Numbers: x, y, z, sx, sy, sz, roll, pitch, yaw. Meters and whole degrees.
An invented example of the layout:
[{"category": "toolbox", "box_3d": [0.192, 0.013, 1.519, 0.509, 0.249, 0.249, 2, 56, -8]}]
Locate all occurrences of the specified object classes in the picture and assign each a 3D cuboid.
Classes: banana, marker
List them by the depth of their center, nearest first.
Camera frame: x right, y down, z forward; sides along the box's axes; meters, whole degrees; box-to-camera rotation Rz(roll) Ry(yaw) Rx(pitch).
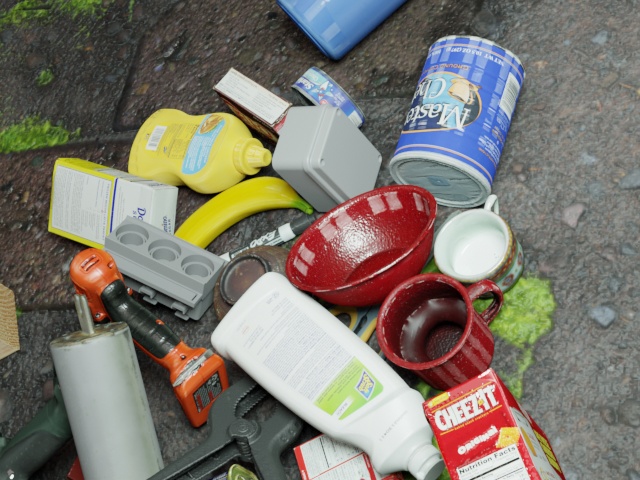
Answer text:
[{"category": "marker", "box_3d": [-0.058, 0.001, 1.165, 0.121, 0.020, 0.020, -26, 54, 15]}, {"category": "banana", "box_3d": [-0.105, -0.022, 1.194, 0.198, 0.037, 0.069, -26, 51, 15]}]

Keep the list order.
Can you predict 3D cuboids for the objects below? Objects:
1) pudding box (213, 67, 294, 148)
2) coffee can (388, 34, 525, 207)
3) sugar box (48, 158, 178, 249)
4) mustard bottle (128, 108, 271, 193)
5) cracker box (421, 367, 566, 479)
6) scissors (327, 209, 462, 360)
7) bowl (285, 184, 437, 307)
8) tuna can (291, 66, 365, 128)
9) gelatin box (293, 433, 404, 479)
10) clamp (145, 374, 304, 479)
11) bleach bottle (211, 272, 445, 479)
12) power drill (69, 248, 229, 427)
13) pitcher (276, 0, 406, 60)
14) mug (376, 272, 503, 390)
[{"category": "pudding box", "box_3d": [-0.058, -0.138, 1.199, 0.114, 0.090, 0.039, 33, 82, 38]}, {"category": "coffee can", "box_3d": [0.137, -0.118, 1.066, 0.103, 0.102, 0.140, 7, 67, 33]}, {"category": "sugar box", "box_3d": [-0.246, -0.036, 1.257, 0.176, 0.048, 0.093, 17, 105, 33]}, {"category": "mustard bottle", "box_3d": [-0.133, -0.102, 1.232, 0.192, 0.058, 0.096, 8, 66, 39]}, {"category": "cracker box", "box_3d": [0.163, 0.228, 0.818, 0.072, 0.164, 0.214, -28, 53, 11]}, {"category": "scissors", "box_3d": [0.061, 0.046, 1.073, 0.096, 0.016, 0.201, 17, 73, 36]}, {"category": "bowl", "box_3d": [0.049, 0.015, 1.039, 0.162, 0.055, 0.162, -23, 28, 13]}, {"category": "tuna can", "box_3d": [0.009, -0.150, 1.170, 0.034, 0.086, 0.086, -45, 51, -2]}, {"category": "gelatin box", "box_3d": [0.027, 0.210, 0.993, 0.089, 0.030, 0.073, -29, 52, 12]}, {"category": "clamp", "box_3d": [-0.062, 0.193, 0.996, 0.165, 0.036, 0.209, 10, 39, 21]}, {"category": "bleach bottle", "box_3d": [0.012, 0.137, 0.981, 0.251, 0.068, 0.102, 40, 91, 33]}, {"category": "power drill", "box_3d": [-0.178, 0.108, 1.104, 0.188, 0.184, 0.057, 38, 69, 20]}, {"category": "pitcher", "box_3d": [0.060, -0.331, 1.218, 0.243, 0.145, 0.149, -43, 20, 6]}, {"category": "mug", "box_3d": [0.118, 0.080, 0.979, 0.117, 0.081, 0.093, -41, 51, 4]}]
